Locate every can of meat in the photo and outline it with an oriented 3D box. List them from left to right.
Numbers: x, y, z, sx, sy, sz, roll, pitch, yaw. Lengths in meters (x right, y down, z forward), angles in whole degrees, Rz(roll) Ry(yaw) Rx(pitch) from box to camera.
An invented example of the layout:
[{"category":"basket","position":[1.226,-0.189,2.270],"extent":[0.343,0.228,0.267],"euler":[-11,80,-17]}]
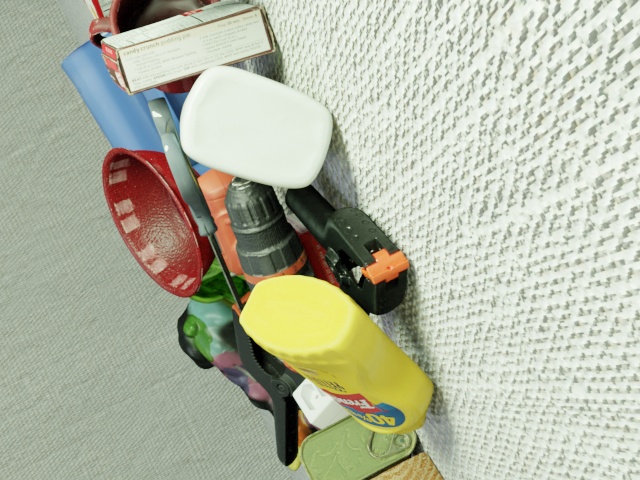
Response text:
[{"category":"can of meat","position":[0.036,0.198,0.976],"extent":[0.057,0.102,0.084],"euler":[60,171,24]}]

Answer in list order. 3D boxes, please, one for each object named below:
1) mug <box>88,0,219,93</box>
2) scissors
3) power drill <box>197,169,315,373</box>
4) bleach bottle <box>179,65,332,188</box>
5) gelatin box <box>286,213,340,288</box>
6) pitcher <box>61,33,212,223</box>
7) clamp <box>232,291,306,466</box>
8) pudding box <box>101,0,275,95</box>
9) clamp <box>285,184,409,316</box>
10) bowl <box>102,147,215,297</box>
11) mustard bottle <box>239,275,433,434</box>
[{"category":"mug","position":[-0.139,-0.176,0.917],"extent":[0.081,0.117,0.093],"euler":[86,180,-77]},{"category":"scissors","position":[-0.092,-0.015,0.836],"extent":[0.096,0.016,0.202],"euler":[-118,8,-71]},{"category":"power drill","position":[-0.056,0.001,0.904],"extent":[0.188,0.057,0.184],"euler":[-127,17,-59]},{"category":"bleach bottle","position":[-0.068,-0.089,0.812],"extent":[0.251,0.102,0.068],"euler":[-149,77,-74]},{"category":"gelatin box","position":[-0.001,0.015,0.914],"extent":[0.073,0.030,0.089],"euler":[68,170,-14]},{"category":"pitcher","position":[-0.162,-0.117,1.136],"extent":[0.145,0.149,0.243],"euler":[-26,95,36]},{"category":"clamp","position":[-0.034,0.151,1.114],"extent":[0.165,0.036,0.210],"euler":[-28,99,46]},{"category":"pudding box","position":[-0.099,-0.143,0.783],"extent":[0.090,0.113,0.039],"euler":[-139,30,-67]},{"category":"clamp","position":[0.018,0.005,0.766],"extent":[0.120,0.039,0.172],"euler":[57,166,-2]},{"category":"bowl","position":[-0.146,-0.027,1.042],"extent":[0.162,0.055,0.162],"euler":[36,143,33]},{"category":"mustard bottle","position":[0.029,0.095,0.779],"extent":[0.096,0.058,0.191],"euler":[9,156,39]}]
